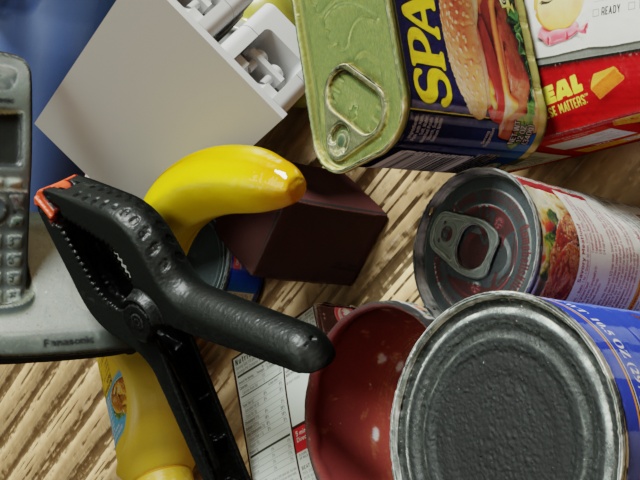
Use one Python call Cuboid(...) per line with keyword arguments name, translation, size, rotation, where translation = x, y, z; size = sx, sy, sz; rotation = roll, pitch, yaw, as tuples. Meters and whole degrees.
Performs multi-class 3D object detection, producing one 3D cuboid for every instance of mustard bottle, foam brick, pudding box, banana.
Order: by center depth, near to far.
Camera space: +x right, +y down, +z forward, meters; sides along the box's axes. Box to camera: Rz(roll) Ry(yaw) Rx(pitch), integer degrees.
Cuboid(name="banana", translation=(-0.067, -0.012, 0.597), size=(0.069, 0.037, 0.198), rotation=(51, 144, 4))
Cuboid(name="foam brick", translation=(-0.012, -0.011, 0.620), size=(0.051, 0.078, 0.053), rotation=(47, 119, 43))
Cuboid(name="pudding box", translation=(-0.006, 0.104, 0.621), size=(0.090, 0.039, 0.113), rotation=(-36, 54, 43))
Cuboid(name="mustard bottle", translation=(-0.123, 0.107, 0.740), size=(0.096, 0.058, 0.192), rotation=(114, 144, -53))

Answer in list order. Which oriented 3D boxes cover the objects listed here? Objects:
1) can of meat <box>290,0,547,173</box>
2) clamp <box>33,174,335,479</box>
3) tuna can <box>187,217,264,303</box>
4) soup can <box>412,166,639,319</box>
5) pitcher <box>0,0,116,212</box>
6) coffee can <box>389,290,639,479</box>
Cuboid(name="can of meat", translation=(0.041, -0.078, 0.443), size=(0.058, 0.083, 0.102), rotation=(-24, 70, 50))
Cuboid(name="clamp", translation=(-0.081, 0.035, 0.584), size=(0.210, 0.036, 0.165), rotation=(50, 139, 12))
Cuboid(name="tuna can", translation=(-0.074, 0.016, 0.724), size=(0.086, 0.033, 0.086), rotation=(-13, 73, 49))
Cuboid(name="soup can", translation=(0.099, 0.010, 0.460), size=(0.069, 0.102, 0.068), rotation=(-13, 73, 49))
Cuboid(name="pitcher", translation=(-0.201, -0.123, 0.815), size=(0.145, 0.149, 0.243), rotation=(-116, 34, -46))
Cuboid(name="coffee can", translation=(0.111, 0.076, 0.402), size=(0.103, 0.140, 0.103), rotation=(-13, 73, 49))
